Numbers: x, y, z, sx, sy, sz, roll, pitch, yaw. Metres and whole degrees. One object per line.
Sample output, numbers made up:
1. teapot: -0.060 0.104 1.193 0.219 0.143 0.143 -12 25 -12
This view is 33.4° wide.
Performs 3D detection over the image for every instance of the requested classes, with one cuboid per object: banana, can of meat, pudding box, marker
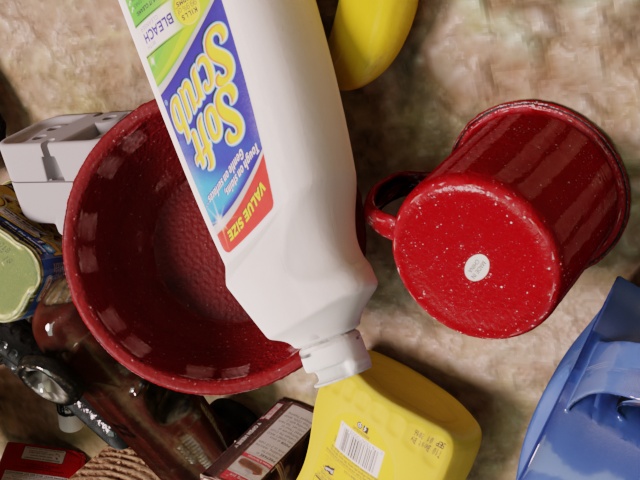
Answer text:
1. banana: 0.018 -0.147 0.487 0.070 0.037 0.198 20 125 23
2. can of meat: -0.196 0.006 0.678 0.102 0.083 0.057 33 104 13
3. pudding box: -0.035 0.169 0.670 0.039 0.089 0.113 16 123 27
4. marker: -0.187 0.086 0.772 0.020 0.020 0.121 16 124 26

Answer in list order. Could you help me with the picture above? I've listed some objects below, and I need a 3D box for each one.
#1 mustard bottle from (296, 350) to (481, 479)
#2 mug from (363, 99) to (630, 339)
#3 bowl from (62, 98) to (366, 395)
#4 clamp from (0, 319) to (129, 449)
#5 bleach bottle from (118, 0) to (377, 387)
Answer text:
1. mustard bottle: 0.019 0.167 0.612 0.096 0.058 0.192 31 111 36
2. mug: 0.075 -0.010 0.497 0.117 0.081 0.093 16 124 26
3. bowl: -0.054 0.001 0.579 0.162 0.055 0.162 0 87 6
4. clamp: -0.188 0.078 0.715 0.171 0.039 0.120 42 163 0
5. bleach bottle: -0.026 -0.055 0.505 0.103 0.067 0.251 -24 85 45
